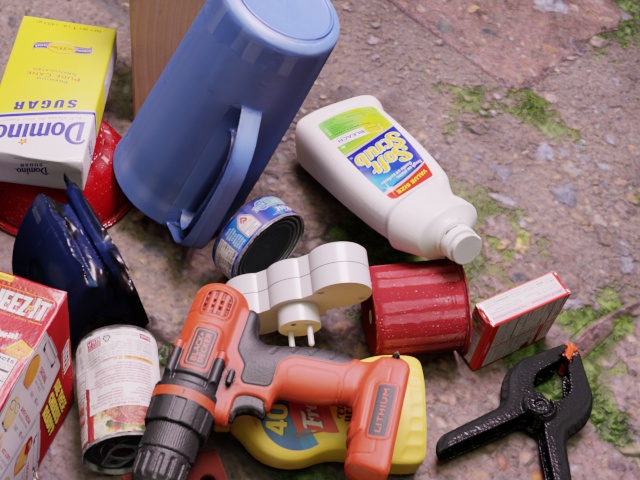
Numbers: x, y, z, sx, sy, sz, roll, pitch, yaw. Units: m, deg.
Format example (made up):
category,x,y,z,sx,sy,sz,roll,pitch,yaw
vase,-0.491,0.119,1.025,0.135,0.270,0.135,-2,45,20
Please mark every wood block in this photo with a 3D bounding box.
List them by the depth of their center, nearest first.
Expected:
category,x,y,z,sx,sy,sz,roll,pitch,yaw
wood block,-0.139,-0.216,1.042,0.090,0.206,0.090,2,52,-7

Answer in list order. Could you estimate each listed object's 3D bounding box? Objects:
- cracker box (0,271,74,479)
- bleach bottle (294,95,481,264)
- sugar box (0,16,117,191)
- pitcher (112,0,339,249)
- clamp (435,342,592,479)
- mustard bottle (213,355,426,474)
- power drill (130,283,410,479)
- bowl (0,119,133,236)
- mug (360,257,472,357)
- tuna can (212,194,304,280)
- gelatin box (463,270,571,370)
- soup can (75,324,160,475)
category,x,y,z,sx,sy,sz,roll,pitch,yaw
cracker box,-0.255,0.151,0.766,0.072,0.164,0.213,19,52,4
bleach bottle,0.072,-0.052,0.980,0.102,0.068,0.251,-20,36,-19
sugar box,-0.249,-0.130,0.989,0.093,0.048,0.176,7,50,-4
pitcher,-0.081,-0.117,0.939,0.149,0.243,0.144,47,44,9
clamp,0.190,0.158,0.906,0.120,0.039,0.171,37,56,17
mustard bottle,-0.011,0.140,0.878,0.191,0.058,0.096,3,62,-5
power drill,-0.035,0.131,0.810,0.187,0.057,0.184,16,58,3
bowl,-0.251,-0.077,1.014,0.162,0.055,0.162,4,52,-6
mug,0.079,0.055,0.947,0.081,0.093,0.117,-6,23,-7
tuna can,-0.056,0.001,0.962,0.086,0.086,0.034,-35,63,-30
gelatin box,0.171,0.071,0.949,0.089,0.073,0.030,-21,59,-23
soup can,-0.161,0.128,0.860,0.068,0.068,0.102,-4,53,-12
